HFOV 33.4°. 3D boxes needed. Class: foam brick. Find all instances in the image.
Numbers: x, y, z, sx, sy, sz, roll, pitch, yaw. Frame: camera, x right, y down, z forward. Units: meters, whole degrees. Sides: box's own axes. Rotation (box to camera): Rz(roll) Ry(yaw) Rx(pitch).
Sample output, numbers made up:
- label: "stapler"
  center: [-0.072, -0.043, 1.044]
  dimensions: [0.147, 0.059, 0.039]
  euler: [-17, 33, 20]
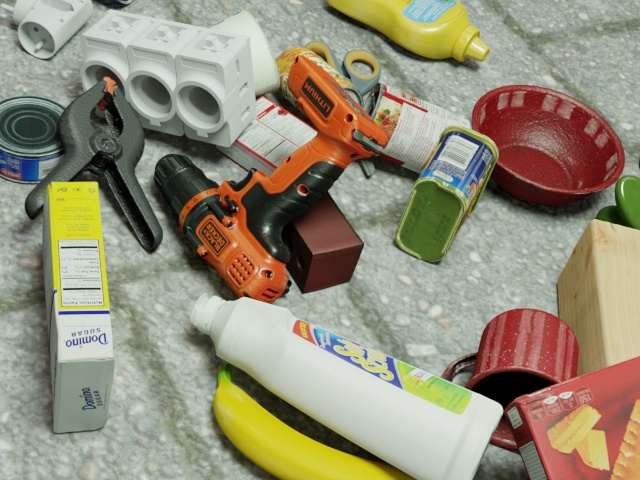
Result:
- label: "foam brick"
  center: [-0.006, -0.002, 0.943]
  dimensions: [0.051, 0.053, 0.078]
  euler: [-14, 52, -28]

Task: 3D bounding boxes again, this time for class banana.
- label: "banana"
  center: [-0.008, 0.157, 0.802]
  dimensions: [0.198, 0.037, 0.069]
  euler: [29, 47, 12]

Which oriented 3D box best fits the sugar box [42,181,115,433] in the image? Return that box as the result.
- label: "sugar box"
  center: [-0.186, 0.048, 0.815]
  dimensions: [0.048, 0.093, 0.176]
  euler: [-3, 49, -18]

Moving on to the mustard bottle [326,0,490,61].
- label: "mustard bottle"
  center: [0.108, -0.258, 1.216]
  dimensions: [0.192, 0.058, 0.096]
  euler: [33, 46, 16]

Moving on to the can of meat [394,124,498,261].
- label: "can of meat"
  center: [0.114, -0.041, 0.983]
  dimensions: [0.057, 0.102, 0.083]
  euler: [27, 48, 9]

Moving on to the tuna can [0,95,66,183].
- label: "tuna can"
  center: [-0.263, -0.093, 0.967]
  dimensions: [0.086, 0.034, 0.086]
  euler: [8, 46, -9]

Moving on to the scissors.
- label: "scissors"
  center: [0.046, -0.144, 1.120]
  dimensions: [0.096, 0.016, 0.202]
  euler: [-12, 52, -26]

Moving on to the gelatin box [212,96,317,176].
- label: "gelatin box"
  center: [-0.048, -0.094, 1.035]
  dimensions: [0.089, 0.030, 0.073]
  euler: [34, 49, 17]

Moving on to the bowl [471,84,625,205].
- label: "bowl"
  center: [0.224, -0.088, 1.090]
  dimensions: [0.162, 0.055, 0.162]
  euler: [8, 46, -9]

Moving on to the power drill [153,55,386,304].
- label: "power drill"
  center: [-0.047, -0.063, 0.911]
  dimensions: [0.185, 0.188, 0.057]
  euler: [49, 16, 31]

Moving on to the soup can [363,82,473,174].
- label: "soup can"
  center: [0.090, -0.105, 1.048]
  dimensions: [0.102, 0.069, 0.068]
  euler: [21, 44, -11]

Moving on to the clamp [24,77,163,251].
- label: "clamp"
  center: [-0.185, -0.067, 0.941]
  dimensions: [0.120, 0.039, 0.171]
  euler: [28, 49, -26]

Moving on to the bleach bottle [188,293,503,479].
- label: "bleach bottle"
  center: [0.010, 0.107, 0.818]
  dimensions: [0.251, 0.068, 0.102]
  euler: [25, 13, 14]

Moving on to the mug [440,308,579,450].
- label: "mug"
  center: [0.155, 0.111, 0.868]
  dimensions: [0.117, 0.093, 0.081]
  euler: [-10, 33, 25]
